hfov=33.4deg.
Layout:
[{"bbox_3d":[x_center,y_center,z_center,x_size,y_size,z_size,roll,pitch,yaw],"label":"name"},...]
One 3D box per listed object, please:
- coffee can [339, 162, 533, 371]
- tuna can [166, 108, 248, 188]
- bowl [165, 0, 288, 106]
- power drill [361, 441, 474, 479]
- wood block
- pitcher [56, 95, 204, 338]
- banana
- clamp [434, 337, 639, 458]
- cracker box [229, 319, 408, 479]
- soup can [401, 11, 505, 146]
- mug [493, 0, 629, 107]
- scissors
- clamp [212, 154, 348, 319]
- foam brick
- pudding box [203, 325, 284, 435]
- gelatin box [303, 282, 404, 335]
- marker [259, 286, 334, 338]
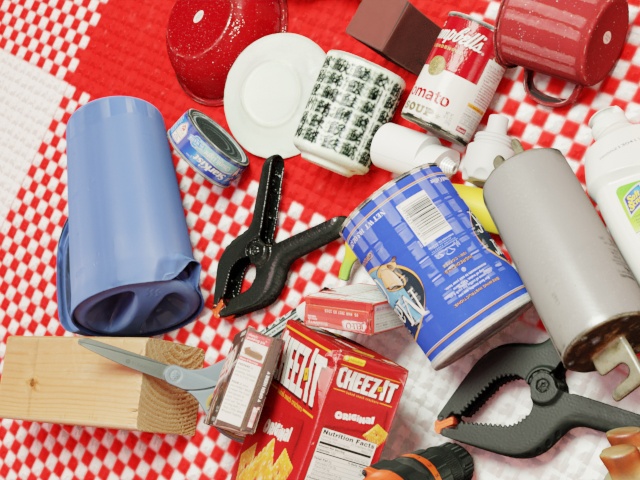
[{"bbox_3d":[0.096,0.022,0.882,0.103,0.102,0.140,-40,75,20],"label":"coffee can"},{"bbox_3d":[-0.115,-0.096,1.101,0.034,0.086,0.086,-45,56,14],"label":"tuna can"},{"bbox_3d":[-0.115,-0.231,1.159,0.162,0.055,0.162,-11,70,33],"label":"bowl"},{"bbox_3d":[0.055,0.260,0.848,0.057,0.184,0.188,17,107,36],"label":"power drill"},{"bbox_3d":[-0.231,0.149,1.110,0.206,0.090,0.091,-2,76,35],"label":"wood block"},{"bbox_3d":[-0.213,-0.023,1.126,0.149,0.145,0.243,-7,62,-11],"label":"pitcher"},{"bbox_3d":[0.097,-0.017,0.961,0.198,0.037,0.069,-16,89,33],"label":"banana"},{"bbox_3d":[0.191,0.125,0.850,0.210,0.036,0.164,-32,60,20],"label":"clamp"},{"bbox_3d":[-0.017,0.186,0.912,0.214,0.072,0.164,-71,18,-1],"label":"cracker box"},{"bbox_3d":[0.123,-0.144,0.956,0.069,0.068,0.102,29,95,37],"label":"soup can"},{"bbox_3d":[0.203,-0.168,0.901,0.082,0.093,0.117,26,123,33],"label":"mug"},{"bbox_3d":[-0.121,0.117,1.019,0.202,0.016,0.096,36,79,-1],"label":"scissors"},{"bbox_3d":[-0.057,0.001,1.060,0.172,0.039,0.120,-46,54,16],"label":"clamp"},{"bbox_3d":[0.071,-0.196,1.001,0.051,0.078,0.053,36,99,35],"label":"foam brick"},{"bbox_3d":[-0.070,0.127,0.957,0.114,0.039,0.090,147,142,-75],"label":"pudding box"},{"bbox_3d":[0.040,0.060,0.942,0.073,0.089,0.030,6,99,36],"label":"gelatin box"},{"bbox_3d":[-0.032,0.081,1.032,0.121,0.020,0.020,-35,59,23],"label":"marker"}]
